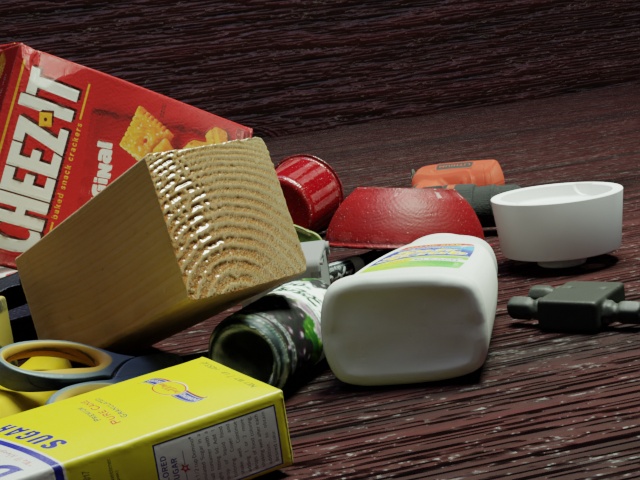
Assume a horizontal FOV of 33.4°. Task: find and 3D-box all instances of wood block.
[{"bbox_3d":[-0.112,0.015,0.702,0.090,0.091,0.207,-14,-9,-39],"label":"wood block"}]

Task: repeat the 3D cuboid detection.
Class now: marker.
[{"bbox_3d":[0.011,0.029,0.934,0.120,0.020,0.020,-16,13,-42],"label":"marker"}]

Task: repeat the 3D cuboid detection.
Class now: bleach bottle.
[{"bbox_3d":[0.071,0.033,0.740,0.103,0.068,0.250,-5,8,11],"label":"bleach bottle"}]

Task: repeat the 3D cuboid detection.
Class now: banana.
[{"bbox_3d":[-0.192,0.099,0.626,0.070,0.037,0.197,0,12,22],"label":"banana"}]

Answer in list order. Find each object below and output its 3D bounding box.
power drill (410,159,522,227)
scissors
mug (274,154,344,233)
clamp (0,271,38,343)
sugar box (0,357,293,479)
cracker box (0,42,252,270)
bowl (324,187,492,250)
[{"bbox_3d":[0.146,-0.046,1.151,0.185,0.057,0.187,-4,10,21],"label":"power drill"},{"bbox_3d":[-0.094,0.088,0.642,0.201,0.016,0.096,6,25,-31],"label":"scissors"},{"bbox_3d":[-0.039,-0.034,1.175,0.117,0.093,0.081,-37,1,27],"label":"mug"},{"bbox_3d":[-0.239,0.038,0.903,0.120,0.039,0.171,14,31,36],"label":"clamp"},{"bbox_3d":[-0.112,0.104,0.509,0.175,0.048,0.093,-12,11,-31],"label":"sugar box"},{"bbox_3d":[-0.170,-0.043,0.844,0.213,0.164,0.072,17,-7,-35],"label":"cracker box"},{"bbox_3d":[0.078,-0.021,0.985,0.162,0.055,0.162,1,3,0],"label":"bowl"}]
